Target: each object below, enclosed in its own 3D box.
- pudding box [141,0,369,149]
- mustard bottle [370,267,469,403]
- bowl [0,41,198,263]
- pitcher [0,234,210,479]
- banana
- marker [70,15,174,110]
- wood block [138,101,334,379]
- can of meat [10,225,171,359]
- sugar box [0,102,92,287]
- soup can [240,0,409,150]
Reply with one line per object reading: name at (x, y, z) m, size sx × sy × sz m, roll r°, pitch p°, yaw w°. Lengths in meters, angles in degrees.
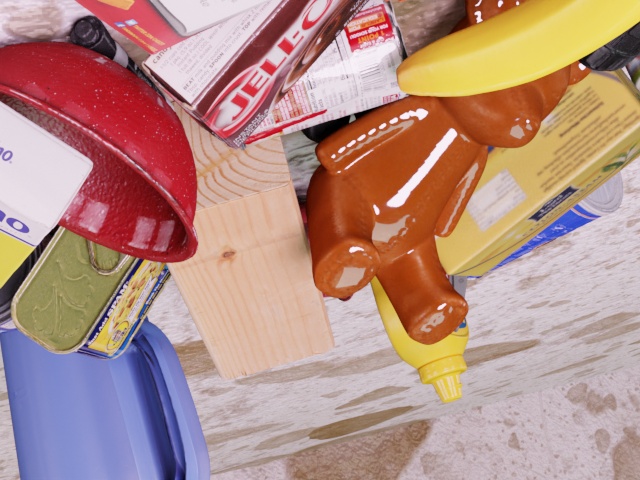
pudding box at (-0.026, -0.103, 0.513) m, size 0.113 × 0.039 × 0.090 m, roll -50°, pitch 170°, yaw 0°
mustard bottle at (0.083, 0.047, 0.922) m, size 0.058 × 0.191 × 0.096 m, roll -27°, pitch 160°, yaw 30°
bowl at (-0.124, -0.054, 0.561) m, size 0.162 × 0.055 × 0.162 m, roll 24°, pitch 159°, yaw 10°
pitcher at (-0.169, 0.116, 0.811) m, size 0.149 × 0.243 × 0.145 m, roll -16°, pitch 163°, yaw -3°
banana at (0.112, -0.113, 0.485) m, size 0.069 × 0.037 × 0.198 m, roll 26°, pitch 145°, yaw -17°
marker at (-0.109, -0.092, 0.595) m, size 0.020 × 0.020 × 0.121 m, roll -19°, pitch 163°, yaw 6°
wood block at (-0.054, 0.001, 0.723) m, size 0.091 × 0.090 × 0.206 m, roll -16°, pitch 146°, yaw -2°
can of meat at (-0.146, 0.028, 0.711) m, size 0.102 × 0.057 × 0.084 m, roll -58°, pitch 166°, yaw -5°
sugar box at (-0.185, -0.027, 0.556) m, size 0.093 × 0.048 × 0.176 m, roll 34°, pitch 159°, yaw -13°
soup can at (-0.006, -0.098, 0.594) m, size 0.102 × 0.068 × 0.068 m, roll -18°, pitch 163°, yaw 1°
